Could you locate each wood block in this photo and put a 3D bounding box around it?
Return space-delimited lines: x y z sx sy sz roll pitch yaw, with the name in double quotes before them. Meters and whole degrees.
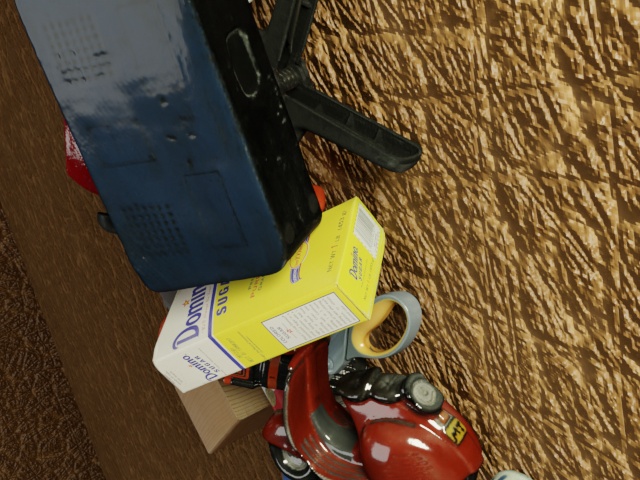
"wood block" -0.086 0.153 1.138 0.091 0.090 0.206 62 158 12

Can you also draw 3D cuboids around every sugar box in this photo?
"sugar box" -0.039 0.041 0.774 0.176 0.093 0.048 -23 122 29

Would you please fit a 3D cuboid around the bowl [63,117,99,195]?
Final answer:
"bowl" -0.241 -0.116 1.119 0.162 0.055 0.162 177 90 -77

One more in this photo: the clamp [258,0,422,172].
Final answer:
"clamp" -0.027 -0.119 0.730 0.210 0.036 0.164 -2 108 52

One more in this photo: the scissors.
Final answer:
"scissors" 0.006 0.075 0.838 0.202 0.016 0.096 -37 75 47
